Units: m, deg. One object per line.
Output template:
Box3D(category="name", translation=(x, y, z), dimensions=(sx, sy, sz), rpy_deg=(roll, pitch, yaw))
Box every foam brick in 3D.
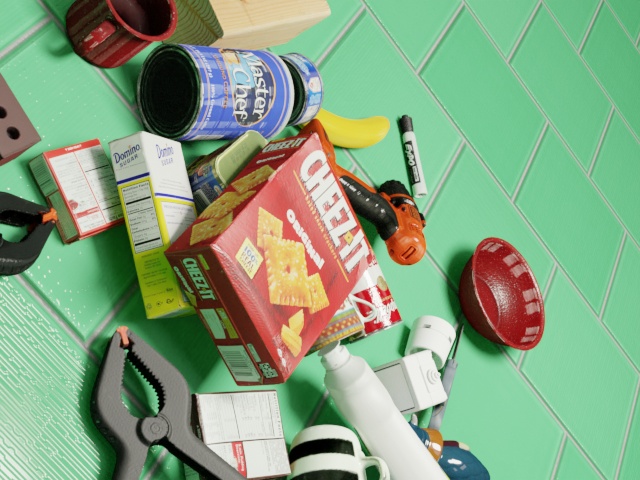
Box3D(category="foam brick", translation=(-0.302, -0.106, 0.964), dimensions=(0.078, 0.051, 0.052), rpy_deg=(59, 39, -7))

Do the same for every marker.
Box3D(category="marker", translation=(0.127, -0.117, 1.465), dimensions=(0.020, 0.020, 0.121), rpy_deg=(10, 63, -44))

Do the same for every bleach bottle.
Box3D(category="bleach bottle", translation=(0.076, 0.217, 1.138), dimensions=(0.068, 0.103, 0.251), rpy_deg=(-34, 102, -7))

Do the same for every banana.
Box3D(category="banana", translation=(0.026, -0.150, 1.358), dimensions=(0.197, 0.037, 0.069), rpy_deg=(14, 62, -43))

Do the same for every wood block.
Box3D(category="wood block", translation=(-0.093, -0.276, 1.253), dimensions=(0.205, 0.090, 0.091), rpy_deg=(-25, 91, -51))

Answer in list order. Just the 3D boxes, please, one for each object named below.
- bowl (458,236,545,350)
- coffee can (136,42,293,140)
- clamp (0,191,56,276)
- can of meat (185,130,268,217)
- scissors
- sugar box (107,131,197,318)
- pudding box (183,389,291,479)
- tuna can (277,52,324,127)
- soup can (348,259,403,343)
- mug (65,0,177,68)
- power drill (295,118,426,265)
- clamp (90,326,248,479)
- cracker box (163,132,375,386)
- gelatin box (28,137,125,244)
Box3D(category="bowl", translation=(0.238, 0.079, 1.455), dimensions=(0.161, 0.055, 0.162), rpy_deg=(24, 54, -38))
Box3D(category="coffee can", translation=(-0.113, -0.159, 1.159), dimensions=(0.140, 0.103, 0.103), rpy_deg=(-7, 75, -49))
Box3D(category="clamp", translation=(-0.295, 0.009, 0.921), dimensions=(0.171, 0.039, 0.120), rpy_deg=(-9, 79, -50))
Box3D(category="can of meat", translation=(-0.105, -0.067, 1.134), dimensions=(0.057, 0.084, 0.102), rpy_deg=(55, 41, -12))
Box3D(category="scissors", translation=(0.164, 0.152, 1.325), dimensions=(0.016, 0.096, 0.201), rpy_deg=(16, 49, 8))
Box3D(category="sugar box", translation=(-0.154, -0.013, 1.050), dimensions=(0.093, 0.048, 0.176), rpy_deg=(10, 63, -73))
Box3D(category="pudding box", translation=(-0.085, 0.195, 1.054), dimensions=(0.113, 0.039, 0.090), rpy_deg=(7, 66, -47))
Box3D(category="tuna can", translation=(-0.039, -0.178, 1.263), dimensions=(0.033, 0.086, 0.086), rpy_deg=(-20, 86, -49))
Box3D(category="soup can", translation=(0.046, 0.061, 1.245), dimensions=(0.068, 0.069, 0.102), rpy_deg=(-17, 83, -50))
Box3D(category="mug", translation=(-0.214, -0.224, 1.099), dimensions=(0.093, 0.082, 0.117), rpy_deg=(49, 42, -18))
Box3D(category="power drill", translation=(0.048, -0.066, 1.295), dimensions=(0.187, 0.057, 0.184), rpy_deg=(36, 18, -20))
Box3D(category="clamp", translation=(-0.144, 0.178, 0.976), dimensions=(0.164, 0.036, 0.210), rpy_deg=(-5, 70, -27))
Box3D(category="cracker box", translation=(-0.041, 0.015, 1.065), dimensions=(0.213, 0.072, 0.164), rpy_deg=(-51, 124, -44))
Box3D(category="gelatin box", translation=(-0.230, -0.048, 1.029), dimensions=(0.073, 0.030, 0.089), rpy_deg=(-26, 92, -51))
